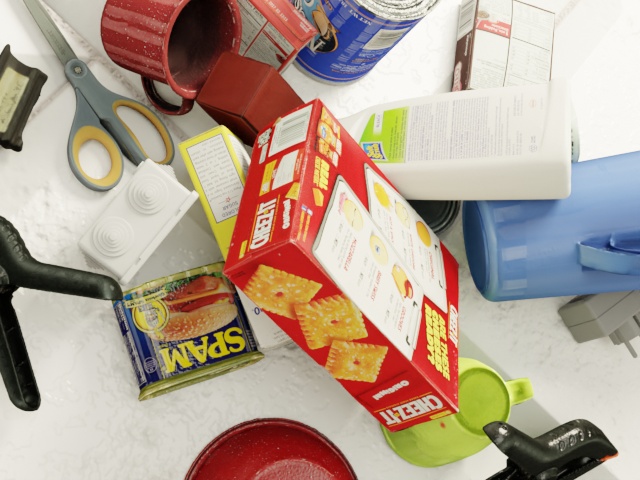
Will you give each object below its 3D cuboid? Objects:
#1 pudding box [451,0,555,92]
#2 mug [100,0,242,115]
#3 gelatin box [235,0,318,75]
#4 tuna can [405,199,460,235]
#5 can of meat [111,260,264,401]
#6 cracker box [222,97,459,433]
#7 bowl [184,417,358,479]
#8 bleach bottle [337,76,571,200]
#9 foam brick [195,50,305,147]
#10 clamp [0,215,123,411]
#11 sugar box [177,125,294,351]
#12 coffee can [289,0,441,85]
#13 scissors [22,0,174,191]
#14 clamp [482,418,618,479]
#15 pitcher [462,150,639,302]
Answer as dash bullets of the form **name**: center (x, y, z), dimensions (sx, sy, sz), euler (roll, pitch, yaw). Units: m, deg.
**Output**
- **pudding box**: center (0.177, -0.178, 1.029), dimensions (0.090, 0.039, 0.113), euler (14, 74, -19)
- **mug**: center (-0.125, -0.160, 0.878), dimensions (0.082, 0.117, 0.093), euler (23, 35, 31)
- **gelatin box**: center (-0.049, -0.181, 0.915), dimensions (0.073, 0.089, 0.030), euler (46, 65, -4)
- **tuna can**: center (0.081, -0.040, 0.958), dimensions (0.086, 0.034, 0.086), euler (5, 74, -20)
- **can of meat**: center (-0.106, 0.071, 0.845), dimensions (0.102, 0.058, 0.084), euler (-16, 80, -24)
- **cracker box**: center (0.025, 0.022, 0.827), dimensions (0.213, 0.072, 0.164), euler (47, 33, -32)
- **bowl**: center (-0.029, 0.218, 0.837), dimensions (0.162, 0.055, 0.162), euler (5, 75, -20)
- **bleach bottle**: center (0.083, -0.083, 0.903), dimensions (0.251, 0.068, 0.102), euler (0, 57, 13)
- **foam brick**: center (-0.056, -0.113, 0.883), dimensions (0.053, 0.078, 0.051), euler (24, 81, 29)
- **clamp**: center (-0.240, 0.043, 0.793), dimensions (0.171, 0.039, 0.120), euler (32, 91, 14)
- **sugar box**: center (-0.056, 0.001, 0.861), dimensions (0.048, 0.093, 0.176), euler (-21, 84, 5)
- **coffee can**: center (0.033, -0.208, 0.925), dimensions (0.102, 0.140, 0.103), euler (5, 74, -20)
- **scissors**: center (-0.208, -0.121, 0.878), dimensions (0.201, 0.016, 0.096), euler (43, 66, -6)
- **clamp**: center (0.176, 0.185, 0.887), dimensions (0.209, 0.165, 0.036), euler (-11, 52, -31)
- **pitcher**: center (0.255, -0.011, 0.929), dimensions (0.242, 0.149, 0.145), euler (-8, 67, -3)
